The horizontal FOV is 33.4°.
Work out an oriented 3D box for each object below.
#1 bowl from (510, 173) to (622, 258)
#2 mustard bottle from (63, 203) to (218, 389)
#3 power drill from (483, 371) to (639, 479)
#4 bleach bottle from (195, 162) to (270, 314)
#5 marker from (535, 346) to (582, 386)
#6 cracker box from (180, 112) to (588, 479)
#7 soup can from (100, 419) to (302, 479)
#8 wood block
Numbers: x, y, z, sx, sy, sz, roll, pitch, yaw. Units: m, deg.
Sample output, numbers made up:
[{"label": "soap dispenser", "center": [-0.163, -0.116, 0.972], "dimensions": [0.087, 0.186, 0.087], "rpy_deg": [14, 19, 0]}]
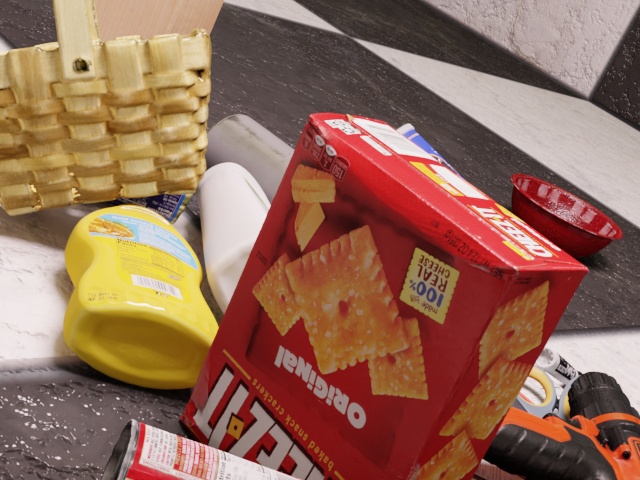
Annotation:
[{"label": "bowl", "center": [0.308, -0.024, 1.387], "dimensions": [0.162, 0.055, 0.162], "rpy_deg": [23, 20, -9]}, {"label": "mustard bottle", "center": [-0.126, 0.023, 0.727], "dimensions": [0.096, 0.058, 0.192], "rpy_deg": [18, 21, -21]}, {"label": "power drill", "center": [0.143, 0.116, 0.702], "dimensions": [0.187, 0.057, 0.184], "rpy_deg": [26, 23, -12]}, {"label": "bleach bottle", "center": [-0.056, 0.001, 0.849], "dimensions": [0.102, 0.068, 0.251], "rpy_deg": [59, 1, -22]}, {"label": "marker", "center": [0.207, 0.112, 0.919], "dimensions": [0.020, 0.020, 0.121], "rpy_deg": [38, 2, 30]}, {"label": "cracker box", "center": [0.021, 0.061, 0.581], "dimensions": [0.071, 0.214, 0.164], "rpy_deg": [3, 30, -45]}, {"label": "soup can", "center": [-0.056, 0.135, 0.515], "dimensions": [0.102, 0.068, 0.068], "rpy_deg": [22, 20, -12]}, {"label": "wood block", "center": [-0.167, -0.208, 1.043], "dimensions": [0.091, 0.206, 0.090], "rpy_deg": [31, 20, 14]}]
